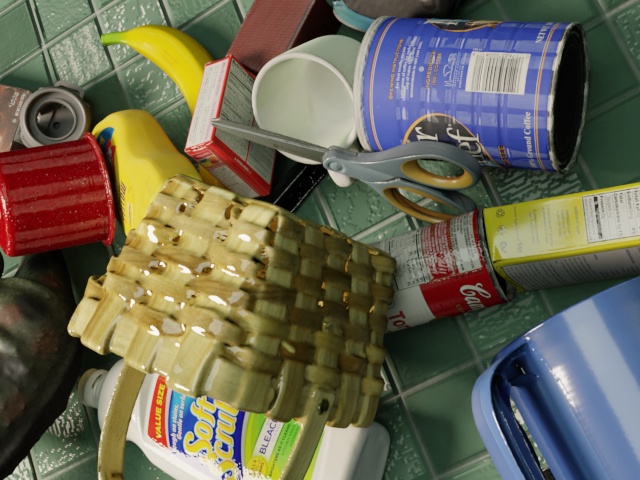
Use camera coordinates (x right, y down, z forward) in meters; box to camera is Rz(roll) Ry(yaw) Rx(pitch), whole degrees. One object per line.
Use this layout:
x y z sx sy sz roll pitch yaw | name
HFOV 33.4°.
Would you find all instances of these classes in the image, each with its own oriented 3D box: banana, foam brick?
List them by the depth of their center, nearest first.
-0.028 -0.161 0.850 0.051 0.053 0.078 27 87 27 | foam brick
-0.107 -0.116 0.881 0.069 0.037 0.198 -38 66 6 | banana

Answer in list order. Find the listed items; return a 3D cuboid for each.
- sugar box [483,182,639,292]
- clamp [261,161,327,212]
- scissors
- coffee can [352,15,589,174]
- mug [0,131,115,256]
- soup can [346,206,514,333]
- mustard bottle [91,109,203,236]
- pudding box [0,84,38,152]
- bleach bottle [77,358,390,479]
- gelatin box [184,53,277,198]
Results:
0.203 -0.006 0.686 0.176 0.093 0.048 -12 73 20 | sugar box
-0.055 0.001 0.830 0.172 0.039 0.120 -13 55 22 | clamp
0.026 -0.062 0.745 0.201 0.096 0.016 25 60 -8 | scissors
0.107 -0.103 0.747 0.140 0.102 0.103 7 80 25 | coffee can
-0.218 -0.038 0.844 0.117 0.081 0.093 -139 43 -55 | mug
0.077 0.023 0.748 0.102 0.068 0.068 -17 71 20 | soup can
-0.143 -0.050 0.847 0.192 0.058 0.096 -131 37 -49 | mustard bottle
-0.300 -0.085 0.959 0.090 0.039 0.113 15 83 27 | pudding box
-0.079 0.147 0.790 0.251 0.068 0.102 12 78 28 | bleach bottle
-0.065 -0.086 0.821 0.030 0.073 0.089 -15 52 31 | gelatin box
